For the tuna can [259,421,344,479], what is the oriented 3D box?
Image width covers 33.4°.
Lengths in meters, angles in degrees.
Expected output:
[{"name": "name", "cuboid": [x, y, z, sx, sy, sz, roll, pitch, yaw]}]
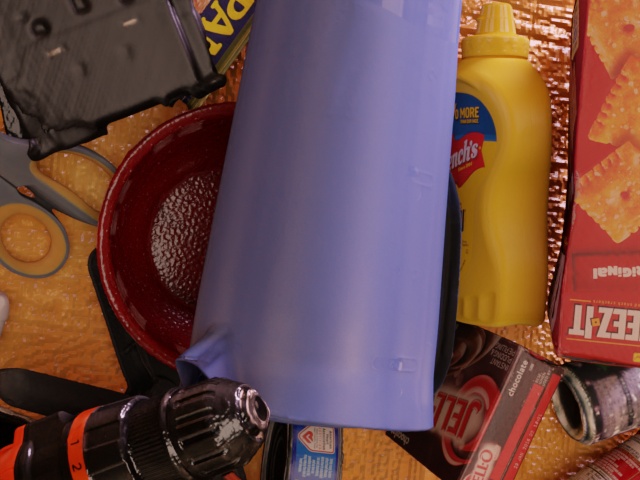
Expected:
[{"name": "tuna can", "cuboid": [-0.013, 0.136, 0.643, 0.033, 0.086, 0.086, 8, 92, -11]}]

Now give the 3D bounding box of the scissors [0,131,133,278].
[{"name": "scissors", "cuboid": [-0.201, -0.043, 0.593, 0.201, 0.016, 0.096, 26, 103, -30]}]

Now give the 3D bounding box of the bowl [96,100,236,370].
[{"name": "bowl", "cuboid": [-0.054, 0.001, 0.635, 0.162, 0.055, 0.162, 0, 91, -17]}]

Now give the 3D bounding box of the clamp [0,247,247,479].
[{"name": "clamp", "cuboid": [-0.110, 0.099, 0.618, 0.171, 0.039, 0.120, 54, 45, -11]}]

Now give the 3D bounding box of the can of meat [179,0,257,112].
[{"name": "can of meat", "cuboid": [-0.078, -0.139, 0.624, 0.084, 0.057, 0.102, 36, 86, -10]}]

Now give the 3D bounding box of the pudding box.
[{"name": "pudding box", "cuboid": [0.091, 0.099, 0.649, 0.039, 0.114, 0.090, 27, 88, -16]}]

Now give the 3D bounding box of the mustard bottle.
[{"name": "mustard bottle", "cuboid": [0.104, -0.047, 0.649, 0.058, 0.096, 0.191, 1, 94, -17]}]

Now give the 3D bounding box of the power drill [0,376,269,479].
[{"name": "power drill", "cuboid": [-0.071, 0.136, 0.527, 0.185, 0.057, 0.187, -21, 139, 22]}]

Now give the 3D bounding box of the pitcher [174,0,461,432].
[{"name": "pitcher", "cuboid": [0.014, -0.023, 0.568, 0.145, 0.149, 0.243, 8, 85, 2]}]
